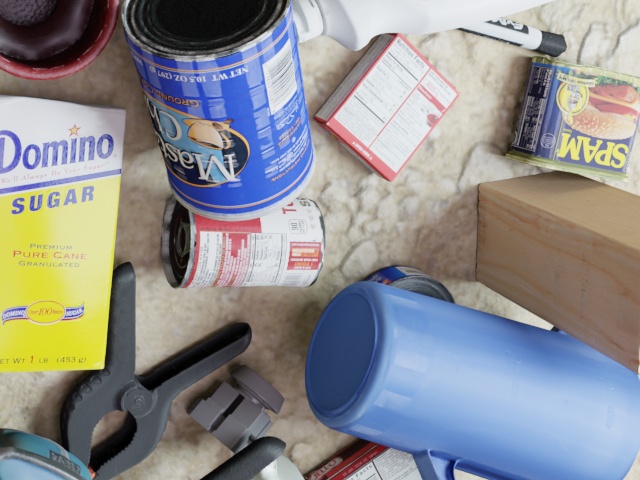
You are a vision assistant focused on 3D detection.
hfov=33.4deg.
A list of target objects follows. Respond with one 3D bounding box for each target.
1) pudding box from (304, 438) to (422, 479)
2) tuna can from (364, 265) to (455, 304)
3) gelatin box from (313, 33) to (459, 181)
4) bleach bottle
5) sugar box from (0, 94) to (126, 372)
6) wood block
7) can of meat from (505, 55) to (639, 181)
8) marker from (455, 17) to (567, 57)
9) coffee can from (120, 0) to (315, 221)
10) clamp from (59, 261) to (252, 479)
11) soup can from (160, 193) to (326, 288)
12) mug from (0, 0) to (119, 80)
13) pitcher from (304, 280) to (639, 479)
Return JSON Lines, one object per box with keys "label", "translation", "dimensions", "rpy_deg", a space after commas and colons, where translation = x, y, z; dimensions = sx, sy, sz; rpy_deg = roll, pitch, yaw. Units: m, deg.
{"label": "pudding box", "translation": [0.050, 0.219, 0.893], "dimensions": [0.090, 0.039, 0.113], "rpy_deg": [-31, 114, -12]}
{"label": "tuna can", "translation": [0.064, 0.064, 0.853], "dimensions": [0.086, 0.034, 0.086], "rpy_deg": [-7, 109, -22]}
{"label": "gelatin box", "translation": [0.050, -0.101, 0.798], "dimensions": [0.073, 0.030, 0.089], "rpy_deg": [39, 88, -27]}
{"label": "bleach bottle", "translation": [0.093, -0.190, 0.759], "dimensions": [0.250, 0.068, 0.102], "rpy_deg": [-24, 83, -14]}
{"label": "sugar box", "translation": [-0.182, -0.004, 0.697], "dimensions": [0.093, 0.048, 0.176], "rpy_deg": [1, 99, -34]}
{"label": "wood block", "translation": [0.210, 0.016, 0.805], "dimensions": [0.090, 0.206, 0.090], "rpy_deg": [-9, 109, -22]}
{"label": "can of meat", "translation": [0.207, -0.097, 0.854], "dimensions": [0.101, 0.058, 0.084], "rpy_deg": [7, 100, -26]}
{"label": "marker", "translation": [0.141, -0.162, 0.825], "dimensions": [0.121, 0.020, 0.020], "rpy_deg": [10, 102, -26]}
{"label": "coffee can", "translation": [-0.061, -0.096, 0.680], "dimensions": [0.102, 0.103, 0.140], "rpy_deg": [-26, 141, -15]}
{"label": "clamp", "translation": [-0.127, 0.109, 0.781], "dimensions": [0.120, 0.039, 0.171], "rpy_deg": [22, 100, -23]}
{"label": "soup can", "translation": [-0.055, 0.001, 0.761], "dimensions": [0.102, 0.069, 0.068], "rpy_deg": [1, 105, -25]}
{"label": "mug", "translation": [-0.168, -0.156, 0.654], "dimensions": [0.117, 0.082, 0.093], "rpy_deg": [-34, 116, -11]}
{"label": "pitcher", "translation": [0.113, 0.122, 0.795], "dimensions": [0.242, 0.149, 0.145], "rpy_deg": [19, 108, -28]}
